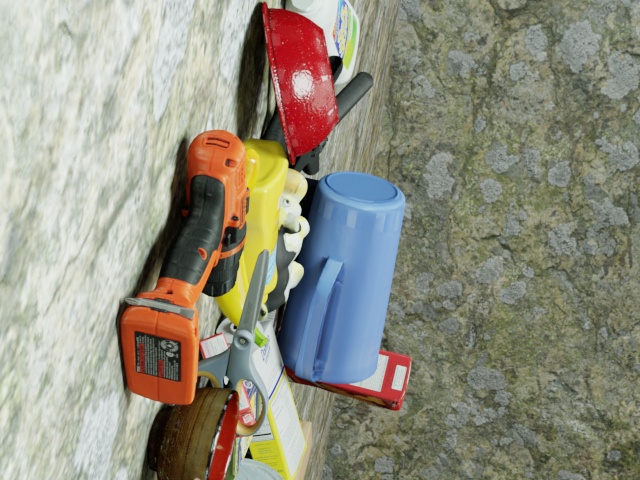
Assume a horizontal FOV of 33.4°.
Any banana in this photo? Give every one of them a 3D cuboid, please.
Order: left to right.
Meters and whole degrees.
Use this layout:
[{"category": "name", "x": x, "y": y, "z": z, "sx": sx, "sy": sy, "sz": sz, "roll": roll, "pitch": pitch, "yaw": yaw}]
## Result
[{"category": "banana", "x": -0.077, "y": 0.002, "z": 0.967, "sx": 0.037, "sy": 0.070, "sz": 0.198, "roll": -41, "pitch": 136, "yaw": -48}]

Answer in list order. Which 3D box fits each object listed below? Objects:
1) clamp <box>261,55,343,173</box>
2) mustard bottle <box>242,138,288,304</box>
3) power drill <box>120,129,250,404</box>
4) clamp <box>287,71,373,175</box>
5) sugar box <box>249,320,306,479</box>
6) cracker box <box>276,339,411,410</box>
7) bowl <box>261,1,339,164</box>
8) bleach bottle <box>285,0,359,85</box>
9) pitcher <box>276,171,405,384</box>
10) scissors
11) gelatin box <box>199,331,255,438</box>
[{"category": "clamp", "x": -0.035, "y": -0.139, "z": 1.191, "sx": 0.120, "sy": 0.039, "sz": 0.171, "roll": 15, "pitch": 93, "yaw": -52}, {"category": "mustard bottle", "x": -0.069, "y": 0.000, "z": 1.077, "sx": 0.096, "sy": 0.058, "sz": 0.192, "roll": -81, "pitch": 178, "yaw": -53}, {"category": "power drill", "x": -0.102, "y": 0.032, "z": 0.844, "sx": 0.184, "sy": 0.057, "sz": 0.187, "roll": 95, "pitch": 6, "yaw": -48}, {"category": "clamp", "x": -0.015, "y": -0.120, "z": 1.339, "sx": 0.209, "sy": 0.036, "sz": 0.165, "roll": -42, "pitch": 166, "yaw": -54}, {"category": "sugar box", "x": -0.065, "y": 0.194, "z": 1.269, "sx": 0.093, "sy": 0.048, "sz": 0.176, "roll": -61, "pitch": 136, "yaw": -68}, {"category": "cracker box", "x": 0.017, "y": 0.179, "z": 1.493, "sx": 0.164, "sy": 0.214, "sz": 0.072, "roll": 73, "pitch": 30, "yaw": -77}, {"category": "bowl", "x": -0.016, "y": -0.158, "z": 1.047, "sx": 0.162, "sy": 0.055, "sz": 0.162, "roll": -10, "pitch": 90, "yaw": -87}, {"category": "bleach bottle", "x": -0.002, "y": -0.251, "z": 1.252, "sx": 0.250, "sy": 0.068, "sz": 0.102, "roll": -1, "pitch": 102, "yaw": -82}, {"category": "pitcher", "x": 0.025, "y": 0.048, "z": 1.298, "sx": 0.149, "sy": 0.144, "sz": 0.243, "roll": 48, "pitch": -47, "yaw": 53}, {"category": "scissors", "x": -0.088, "y": 0.093, "z": 0.966, "sx": 0.016, "sy": 0.096, "sz": 0.202, "roll": -66, "pitch": 158, "yaw": -60}, {"category": "gelatin box", "x": -0.092, "y": 0.146, "z": 1.069, "sx": 0.073, "sy": 0.030, "sz": 0.089, "roll": 88, "pitch": -20, "yaw": -64}]
